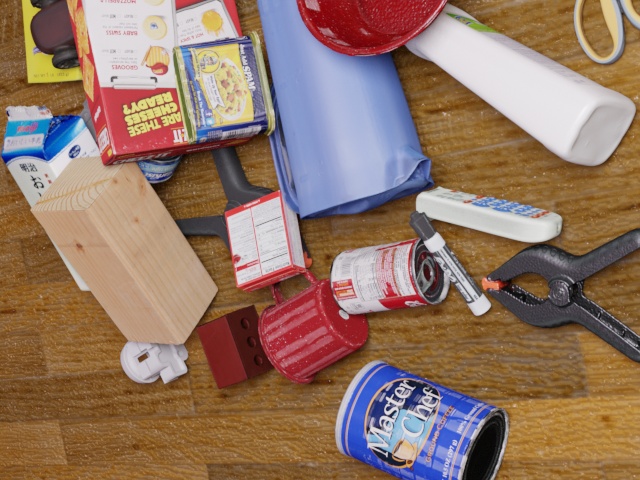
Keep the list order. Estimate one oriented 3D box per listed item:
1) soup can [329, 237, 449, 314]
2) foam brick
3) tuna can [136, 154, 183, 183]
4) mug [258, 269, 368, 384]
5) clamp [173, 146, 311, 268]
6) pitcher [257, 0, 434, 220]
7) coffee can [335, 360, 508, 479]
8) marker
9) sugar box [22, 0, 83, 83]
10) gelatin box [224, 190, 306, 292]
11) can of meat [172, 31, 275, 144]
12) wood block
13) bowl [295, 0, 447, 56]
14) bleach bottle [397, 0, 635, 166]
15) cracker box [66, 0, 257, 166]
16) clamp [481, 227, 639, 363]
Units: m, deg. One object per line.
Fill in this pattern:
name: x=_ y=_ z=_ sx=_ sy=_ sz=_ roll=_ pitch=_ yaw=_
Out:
soup can: x=0.068 y=0.036 z=1.066 sx=0.102 sy=0.068 sz=0.068 roll=-11 pitch=93 yaw=36
foam brick: x=-0.095 y=0.121 z=1.204 sx=0.051 sy=0.052 sz=0.078 roll=-23 pitch=86 yaw=35
tuna can: x=-0.195 y=-0.106 z=1.188 sx=0.086 sy=0.085 sz=0.034 roll=50 pitch=129 yaw=16
mug: x=-0.010 y=0.081 z=1.117 sx=0.082 sy=0.093 sz=0.117 roll=-32 pitch=79 yaw=30
clamp: x=-0.089 y=-0.040 z=1.179 sx=0.210 sy=0.036 sz=0.165 roll=31 pitch=114 yaw=29
pitcher: x=0.009 y=-0.144 z=1.041 sx=0.149 sy=0.145 sz=0.243 roll=-15 pitch=86 yaw=2
coffee can: x=0.100 y=0.189 z=1.053 sx=0.140 sy=0.102 sz=0.103 roll=18 pitch=109 yaw=30
marker: x=0.123 y=0.021 z=1.028 sx=0.020 sy=0.020 sz=0.121 roll=-28 pitch=106 yaw=35
sugar box: x=-0.314 y=-0.280 z=1.282 sx=0.093 sy=0.048 sz=0.176 roll=2 pitch=101 yaw=34
gelatin box: x=-0.057 y=0.002 z=1.115 sx=0.073 sy=0.030 sz=0.089 roll=-21 pitch=69 yaw=28
can of meat: x=-0.097 y=-0.149 z=1.060 sx=0.057 sy=0.083 sz=0.102 roll=154 pitch=105 yaw=-76
wood block: x=-0.212 y=0.013 z=1.180 sx=0.091 sy=0.090 sz=0.206 roll=0 pitch=134 yaw=35
bowl: x=0.059 y=-0.233 z=0.941 sx=0.162 sy=0.055 sz=0.162 roll=-5 pitch=79 yaw=29
bleach bottle: x=0.155 y=-0.160 z=0.963 sx=0.251 sy=0.102 sz=0.068 roll=40 pitch=113 yaw=31
cracker box: x=-0.166 y=-0.197 z=1.114 sx=0.072 sy=0.164 sz=0.214 roll=159 pitch=99 yaw=-67
clamp: x=0.232 y=0.054 z=0.976 sx=0.172 sy=0.039 sz=0.120 roll=-6 pitch=91 yaw=41
